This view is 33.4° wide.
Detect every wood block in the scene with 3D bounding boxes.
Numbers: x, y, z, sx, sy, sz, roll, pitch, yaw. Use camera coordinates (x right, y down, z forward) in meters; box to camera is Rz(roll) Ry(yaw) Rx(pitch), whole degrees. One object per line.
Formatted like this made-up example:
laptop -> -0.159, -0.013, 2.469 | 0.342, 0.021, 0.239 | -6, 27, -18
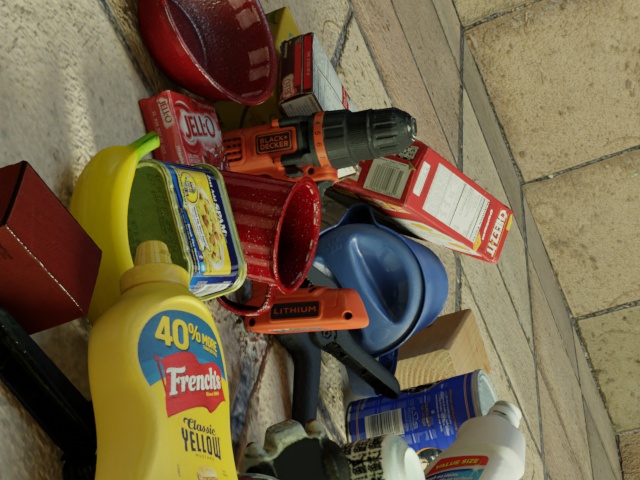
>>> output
wood block -> 0.143, 0.157, 1.308 | 0.205, 0.091, 0.090 | -32, 104, -72

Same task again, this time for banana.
banana -> -0.123, 0.018, 0.680 | 0.037, 0.069, 0.198 | 121, -40, -68

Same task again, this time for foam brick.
foam brick -> -0.164, 0.006, 0.582 | 0.051, 0.053, 0.078 | -88, 155, -46

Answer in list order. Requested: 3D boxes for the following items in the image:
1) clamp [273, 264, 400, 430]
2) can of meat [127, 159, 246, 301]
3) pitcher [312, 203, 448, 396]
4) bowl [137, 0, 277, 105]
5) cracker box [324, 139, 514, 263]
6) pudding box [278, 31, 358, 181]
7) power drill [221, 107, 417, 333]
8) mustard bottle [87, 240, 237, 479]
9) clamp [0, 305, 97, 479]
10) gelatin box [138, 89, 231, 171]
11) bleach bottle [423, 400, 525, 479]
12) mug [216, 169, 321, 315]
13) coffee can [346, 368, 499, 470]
clamp -> 0.007, 0.090, 0.972 | 0.120, 0.039, 0.171 | -10, 82, -39
can of meat -> -0.104, -0.007, 0.770 | 0.083, 0.057, 0.102 | 2, 71, -69
pitcher -> 0.064, 0.061, 1.117 | 0.145, 0.149, 0.242 | 44, 10, 13
bowl -> -0.104, -0.180, 0.903 | 0.162, 0.055, 0.162 | 39, 40, -44
cracker box -> 0.085, -0.054, 1.124 | 0.213, 0.164, 0.072 | 27, 84, -53
pudding box -> -0.001, -0.122, 0.992 | 0.090, 0.039, 0.113 | -88, 153, -43
power drill -> -0.002, -0.017, 0.909 | 0.057, 0.185, 0.187 | 24, 61, -67
mustard bottle -> -0.089, 0.088, 0.601 | 0.096, 0.058, 0.191 | 29, 44, -51
clamp -> -0.127, 0.137, 0.600 | 0.209, 0.036, 0.164 | 41, 36, -60
gelatin box -> -0.107, -0.080, 0.870 | 0.089, 0.030, 0.073 | 3, 71, -72
bleach bottle -> 0.108, 0.241, 0.940 | 0.250, 0.103, 0.068 | -52, 122, -36
mug -> -0.056, 0.001, 0.844 | 0.093, 0.082, 0.117 | -9, 109, -70
coffee can -> 0.110, 0.197, 1.087 | 0.102, 0.140, 0.103 | -17, 90, -72
